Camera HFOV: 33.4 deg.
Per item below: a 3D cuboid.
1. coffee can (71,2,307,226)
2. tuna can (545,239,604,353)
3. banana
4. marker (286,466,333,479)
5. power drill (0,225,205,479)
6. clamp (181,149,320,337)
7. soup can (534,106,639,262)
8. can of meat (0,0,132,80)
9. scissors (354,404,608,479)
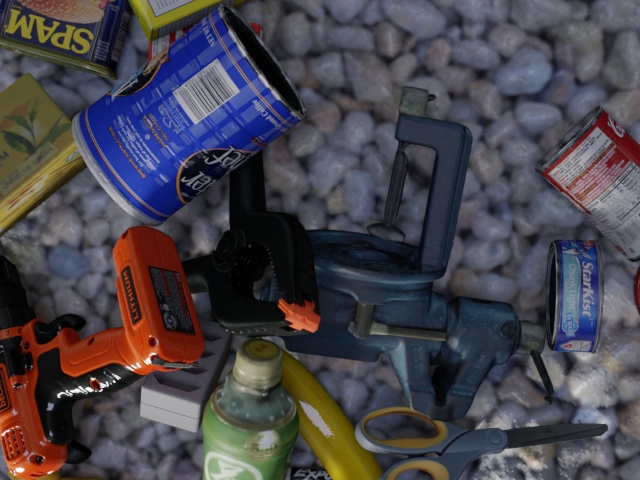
[{"bbox_3d":[-0.095,-0.091,0.783,0.140,0.102,0.103,-35,90,12],"label":"coffee can"},{"bbox_3d":[0.190,0.042,0.803,0.034,0.086,0.086,2,94,7],"label":"tuna can"},{"bbox_3d":[0.006,0.157,0.833,0.037,0.069,0.198,-40,83,13],"label":"banana"},{"bbox_3d":[-0.006,0.194,0.865,0.121,0.020,0.020,5,94,5],"label":"marker"},{"bbox_3d":[-0.184,0.063,0.800,0.188,0.057,0.184,-31,69,26],"label":"power drill"},{"bbox_3d":[-0.055,0.001,0.789,0.036,0.210,0.164,27,92,-38],"label":"clamp"},{"bbox_3d":[0.222,-0.042,0.803,0.102,0.068,0.068,44,96,1],"label":"soup can"},{"bbox_3d":[-0.200,-0.181,0.840,0.102,0.057,0.084,16,92,3],"label":"can of meat"},{"bbox_3d":[0.125,0.170,0.815,0.201,0.016,0.096,8,52,-2],"label":"scissors"}]
